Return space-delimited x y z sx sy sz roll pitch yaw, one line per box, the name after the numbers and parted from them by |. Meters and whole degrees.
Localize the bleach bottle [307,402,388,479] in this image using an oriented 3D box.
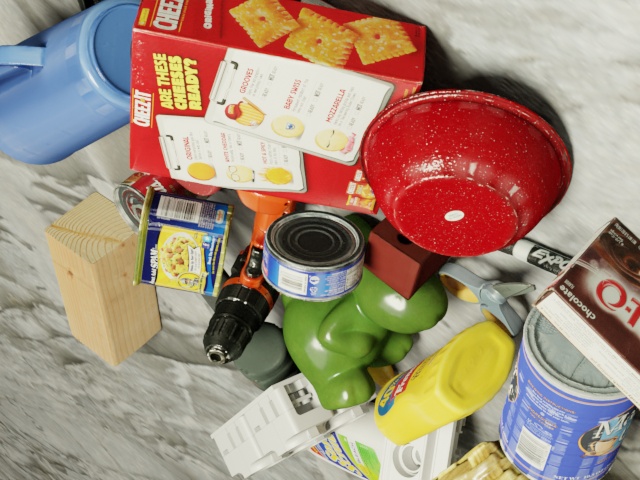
0.027 0.225 1.224 0.251 0.068 0.102 4 127 51 | bleach bottle

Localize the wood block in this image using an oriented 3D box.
-0.276 0.054 1.372 0.091 0.090 0.206 32 145 25 | wood block

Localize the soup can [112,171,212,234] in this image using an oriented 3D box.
-0.153 -0.055 1.098 0.069 0.102 0.068 31 144 25 | soup can

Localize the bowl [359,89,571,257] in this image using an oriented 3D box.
0.104 -0.037 0.798 0.162 0.055 0.162 9 142 7 | bowl

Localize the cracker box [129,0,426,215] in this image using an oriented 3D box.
-0.039 -0.111 0.845 0.213 0.072 0.164 11 143 -3 | cracker box

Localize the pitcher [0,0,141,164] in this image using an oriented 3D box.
-0.248 -0.160 1.058 0.243 0.149 0.145 -10 117 53 | pitcher

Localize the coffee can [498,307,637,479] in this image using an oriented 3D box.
0.205 0.122 0.864 0.103 0.102 0.140 32 145 24 | coffee can

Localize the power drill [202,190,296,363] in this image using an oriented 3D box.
-0.056 0.001 0.989 0.057 0.184 0.188 19 135 4 | power drill

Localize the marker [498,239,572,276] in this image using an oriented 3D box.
0.186 0.018 0.854 0.121 0.020 0.020 26 142 31 | marker

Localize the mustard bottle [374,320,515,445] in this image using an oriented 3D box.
0.098 0.140 0.968 0.058 0.096 0.192 42 149 0 | mustard bottle

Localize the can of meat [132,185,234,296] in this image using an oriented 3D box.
-0.132 0.003 1.027 0.084 0.057 0.102 11 132 -5 | can of meat

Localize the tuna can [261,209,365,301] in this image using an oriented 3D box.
-0.006 0.011 0.889 0.086 0.086 0.034 28 132 28 | tuna can

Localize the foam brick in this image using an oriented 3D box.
0.081 0.000 0.904 0.053 0.078 0.051 36 148 18 | foam brick

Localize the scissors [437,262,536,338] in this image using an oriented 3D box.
0.154 0.054 0.870 0.096 0.016 0.202 44 172 -16 | scissors
